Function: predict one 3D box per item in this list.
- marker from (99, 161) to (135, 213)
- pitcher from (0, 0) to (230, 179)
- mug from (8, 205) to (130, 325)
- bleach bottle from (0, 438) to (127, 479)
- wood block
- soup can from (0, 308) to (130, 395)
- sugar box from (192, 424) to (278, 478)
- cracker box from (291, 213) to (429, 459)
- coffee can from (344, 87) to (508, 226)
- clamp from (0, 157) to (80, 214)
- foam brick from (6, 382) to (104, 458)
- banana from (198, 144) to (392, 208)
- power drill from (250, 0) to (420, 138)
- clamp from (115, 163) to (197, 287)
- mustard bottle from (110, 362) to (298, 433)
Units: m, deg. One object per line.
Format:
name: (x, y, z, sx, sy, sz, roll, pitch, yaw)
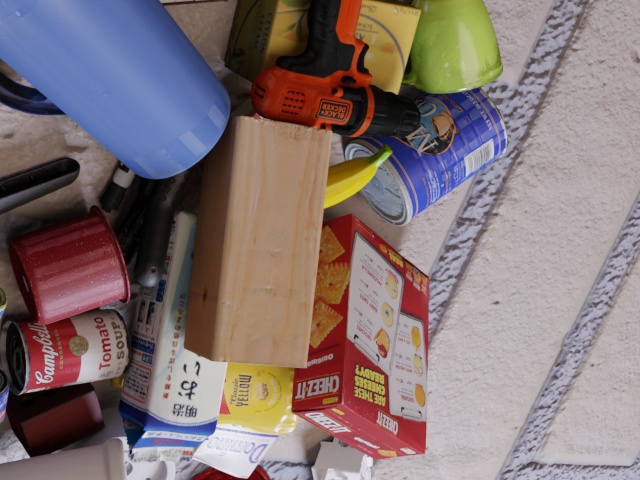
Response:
marker: (-0.168, -0.079, 0.973, 0.020, 0.020, 0.121, 24, 98, -43)
pitcher: (-0.187, -0.154, 0.845, 0.145, 0.149, 0.242, -56, 134, -15)
mug: (-0.226, 0.030, 0.953, 0.081, 0.093, 0.117, -20, 161, -23)
bleach bottle: (-0.304, 0.242, 0.979, 0.250, 0.068, 0.103, -5, 143, -12)
wood block: (-0.057, 0.001, 0.941, 0.090, 0.091, 0.206, 7, 89, -23)
soup can: (-0.236, 0.101, 0.989, 0.102, 0.069, 0.068, -5, 117, -36)
sugar box: (-0.070, 0.172, 1.173, 0.093, 0.048, 0.176, 33, 91, -42)
cracker box: (0.046, 0.104, 1.129, 0.164, 0.072, 0.213, 38, 47, -44)
coffee can: (0.111, -0.095, 1.123, 0.140, 0.103, 0.103, -35, 131, -18)
clamp: (-0.306, -0.023, 0.886, 0.210, 0.036, 0.164, -54, 140, 5)
foam brick: (-0.255, 0.163, 1.020, 0.078, 0.053, 0.051, -24, 127, -26)
banana: (-0.027, -0.051, 1.037, 0.197, 0.037, 0.070, -17, 143, -19)
power drill: (0.040, -0.183, 0.954, 0.184, 0.057, 0.188, 3, 111, -39)
clamp: (-0.142, -0.038, 0.955, 0.039, 0.120, 0.171, 18, 98, -32)
mustard bottle: (-0.116, 0.144, 1.087, 0.191, 0.058, 0.096, 5, 98, -14)
